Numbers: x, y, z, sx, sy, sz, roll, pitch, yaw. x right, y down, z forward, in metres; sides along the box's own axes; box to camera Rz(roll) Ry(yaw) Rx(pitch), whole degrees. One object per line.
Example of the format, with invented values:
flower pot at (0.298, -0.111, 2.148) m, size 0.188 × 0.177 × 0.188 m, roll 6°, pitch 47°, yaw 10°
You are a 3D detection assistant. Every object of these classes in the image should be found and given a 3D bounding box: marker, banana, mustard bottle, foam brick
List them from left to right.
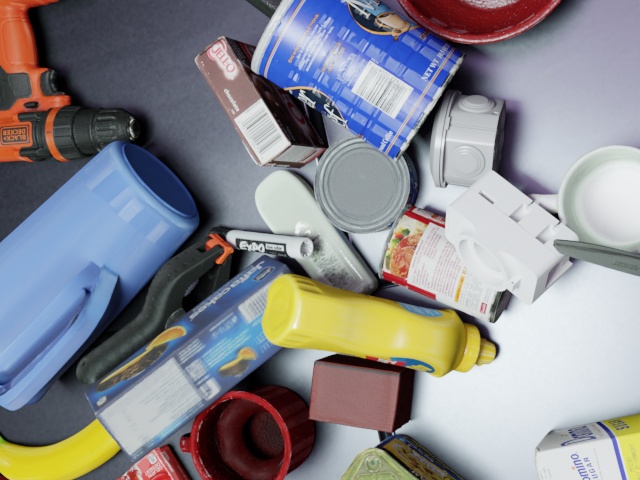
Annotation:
banana at (-0.242, 0.195, 1.024) m, size 0.198 × 0.037 × 0.069 m, roll -18°, pitch 86°, yaw 20°
marker at (-0.056, 0.001, 0.940) m, size 0.121 × 0.020 × 0.020 m, roll 7°, pitch 94°, yaw 42°
foam brick at (0.036, 0.130, 0.913) m, size 0.078 × 0.053 × 0.051 m, roll 6°, pitch 93°, yaw 21°
mustard bottle at (0.054, 0.074, 0.867) m, size 0.191 × 0.096 × 0.058 m, roll 13°, pitch 84°, yaw -16°

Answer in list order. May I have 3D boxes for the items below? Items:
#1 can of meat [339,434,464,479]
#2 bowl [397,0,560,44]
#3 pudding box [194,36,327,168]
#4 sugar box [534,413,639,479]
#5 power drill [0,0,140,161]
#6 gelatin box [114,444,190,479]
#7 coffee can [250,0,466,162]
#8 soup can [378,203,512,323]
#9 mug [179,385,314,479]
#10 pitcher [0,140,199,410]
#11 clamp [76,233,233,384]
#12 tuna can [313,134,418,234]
can of meat at (0.075, 0.210, 0.883) m, size 0.102 × 0.083 × 0.057 m, roll 37°, pitch 103°, yaw 15°
bowl at (0.135, -0.237, 0.866) m, size 0.162 × 0.055 × 0.162 m, roll 0°, pitch 91°, yaw 20°
pudding box at (-0.050, -0.117, 0.919) m, size 0.039 × 0.090 × 0.113 m, roll -33°, pitch 81°, yaw 20°
sugar box at (0.256, 0.155, 0.811) m, size 0.176 × 0.093 × 0.048 m, roll -13°, pitch 86°, yaw 19°
power drill at (-0.258, -0.168, 1.010) m, size 0.185 × 0.057 × 0.187 m, roll -2°, pitch 91°, yaw 20°
gelatin box at (-0.160, 0.245, 0.999) m, size 0.089 × 0.030 × 0.073 m, roll -38°, pitch 79°, yaw 17°
coffee can at (0.030, -0.142, 0.853) m, size 0.140 × 0.102 × 0.103 m, roll 33°, pitch 102°, yaw 1°
soup can at (0.108, 0.019, 0.876) m, size 0.102 × 0.068 × 0.068 m, roll 22°, pitch 99°, yaw 17°
mug at (-0.066, 0.173, 0.935) m, size 0.117 × 0.081 × 0.093 m, roll -9°, pitch 88°, yaw 20°
pitcher at (-0.225, 0.033, 0.962) m, size 0.243 × 0.144 × 0.149 m, roll -43°, pitch 78°, yaw 13°
clamp at (-0.140, 0.070, 0.942) m, size 0.039 × 0.120 × 0.171 m, roll 33°, pitch 102°, yaw 33°
tuna can at (0.040, -0.048, 0.917) m, size 0.086 × 0.033 × 0.086 m, roll 0°, pitch 91°, yaw 20°
